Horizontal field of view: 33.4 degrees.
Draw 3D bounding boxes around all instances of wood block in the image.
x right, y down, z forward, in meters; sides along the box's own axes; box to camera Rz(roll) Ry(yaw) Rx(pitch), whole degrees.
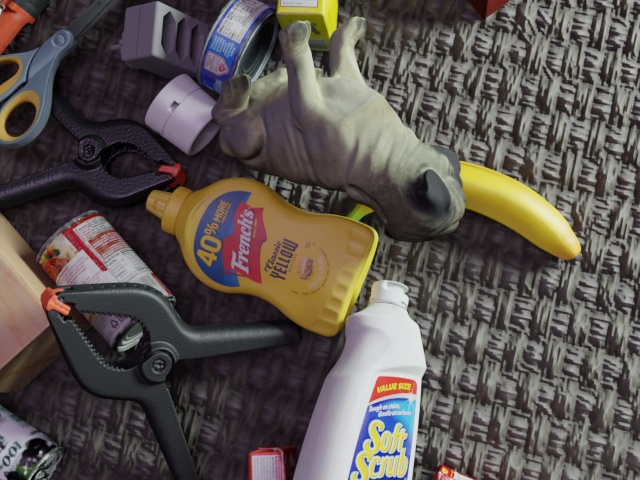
[{"bbox_3d":[-0.300,0.021,0.895,0.090,0.091,0.206,-42,80,0],"label":"wood block"}]

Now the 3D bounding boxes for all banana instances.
[{"bbox_3d":[0.118,-0.031,0.883,0.198,0.037,0.070,8,107,10],"label":"banana"}]

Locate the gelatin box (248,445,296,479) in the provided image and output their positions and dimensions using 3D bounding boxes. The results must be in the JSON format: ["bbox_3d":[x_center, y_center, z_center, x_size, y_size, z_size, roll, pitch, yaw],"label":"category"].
[{"bbox_3d":[-0.035,0.208,0.844,0.030,0.073,0.089,-3,81,6],"label":"gelatin box"}]

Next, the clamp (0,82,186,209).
[{"bbox_3d":[-0.204,-0.064,0.922,0.171,0.039,0.120,20,85,13],"label":"clamp"}]

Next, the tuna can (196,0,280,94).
[{"bbox_3d":[-0.068,-0.162,0.897,0.034,0.086,0.086,28,86,8],"label":"tuna can"}]

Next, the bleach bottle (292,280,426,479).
[{"bbox_3d":[0.029,0.149,0.822,0.068,0.102,0.250,-12,59,46],"label":"bleach bottle"}]

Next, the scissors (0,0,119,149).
[{"bbox_3d":[-0.221,-0.151,0.920,0.202,0.016,0.096,-28,72,4],"label":"scissors"}]

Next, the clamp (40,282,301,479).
[{"bbox_3d":[-0.133,0.104,0.843,0.209,0.036,0.164,27,88,-27],"label":"clamp"}]

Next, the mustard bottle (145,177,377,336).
[{"bbox_3d":[-0.056,0.001,0.883,0.192,0.058,0.096,22,98,9],"label":"mustard bottle"}]

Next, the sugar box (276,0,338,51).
[{"bbox_3d":[-0.005,-0.258,0.900,0.048,0.093,0.176,5,83,7],"label":"sugar box"}]

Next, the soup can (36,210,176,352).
[{"bbox_3d":[-0.177,0.034,0.890,0.068,0.068,0.102,-43,80,-1],"label":"soup can"}]
